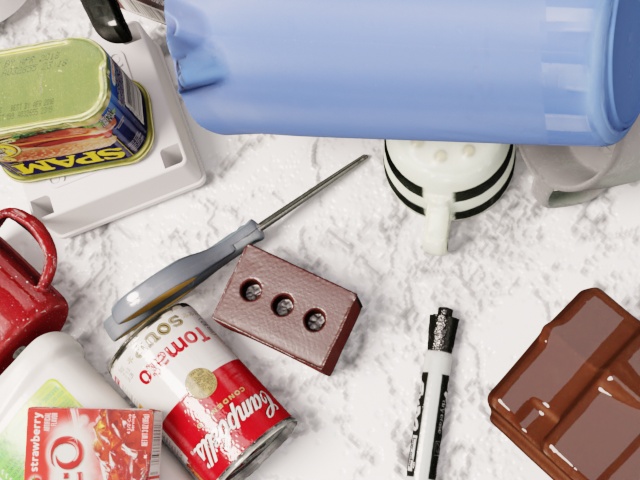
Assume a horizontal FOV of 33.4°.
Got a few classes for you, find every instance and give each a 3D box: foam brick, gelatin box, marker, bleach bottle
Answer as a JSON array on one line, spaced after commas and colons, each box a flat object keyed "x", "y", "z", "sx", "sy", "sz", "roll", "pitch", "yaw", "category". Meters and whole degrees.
[{"x": -0.020, "y": 0.044, "z": 0.664, "sx": 0.078, "sy": 0.051, "sz": 0.053, "roll": 24, "pitch": 82, "yaw": 12, "category": "foam brick"}, {"x": -0.130, "y": 0.140, "z": 0.606, "sx": 0.073, "sy": 0.030, "sz": 0.089, "roll": 1, "pitch": 80, "yaw": 3, "category": "gelatin box"}, {"x": 0.069, "y": 0.101, "z": 0.657, "sx": 0.020, "sy": 0.020, "sz": 0.121, "roll": 8, "pitch": 80, "yaw": 9, "category": "marker"}, {"x": -0.103, "y": 0.173, "z": 0.645, "sx": 0.251, "sy": 0.068, "sz": 0.102, "roll": 40, "pitch": 86, "yaw": 11, "category": "bleach bottle"}]

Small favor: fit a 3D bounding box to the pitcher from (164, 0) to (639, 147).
[{"x": 0.052, "y": -0.119, "z": 0.577, "sx": 0.243, "sy": 0.144, "sz": 0.149, "roll": 9, "pitch": 77, "yaw": 29, "category": "pitcher"}]

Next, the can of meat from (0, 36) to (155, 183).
[{"x": -0.159, "y": -0.077, "z": 0.633, "sx": 0.102, "sy": 0.084, "sz": 0.057, "roll": -9, "pitch": 77, "yaw": 6, "category": "can of meat"}]

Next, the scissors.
[{"x": -0.054, "y": 0.001, "z": 0.661, "sx": 0.202, "sy": 0.096, "sz": 0.016, "roll": -36, "pitch": 86, "yaw": 3, "category": "scissors"}]

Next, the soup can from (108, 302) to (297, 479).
[{"x": -0.072, "y": 0.096, "z": 0.653, "sx": 0.068, "sy": 0.068, "sz": 0.102, "roll": -43, "pitch": 76, "yaw": -2, "category": "soup can"}]

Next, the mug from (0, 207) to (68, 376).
[{"x": -0.207, "y": 0.034, "z": 0.671, "sx": 0.081, "sy": 0.093, "sz": 0.117, "roll": 41, "pitch": 103, "yaw": 9, "category": "mug"}]
